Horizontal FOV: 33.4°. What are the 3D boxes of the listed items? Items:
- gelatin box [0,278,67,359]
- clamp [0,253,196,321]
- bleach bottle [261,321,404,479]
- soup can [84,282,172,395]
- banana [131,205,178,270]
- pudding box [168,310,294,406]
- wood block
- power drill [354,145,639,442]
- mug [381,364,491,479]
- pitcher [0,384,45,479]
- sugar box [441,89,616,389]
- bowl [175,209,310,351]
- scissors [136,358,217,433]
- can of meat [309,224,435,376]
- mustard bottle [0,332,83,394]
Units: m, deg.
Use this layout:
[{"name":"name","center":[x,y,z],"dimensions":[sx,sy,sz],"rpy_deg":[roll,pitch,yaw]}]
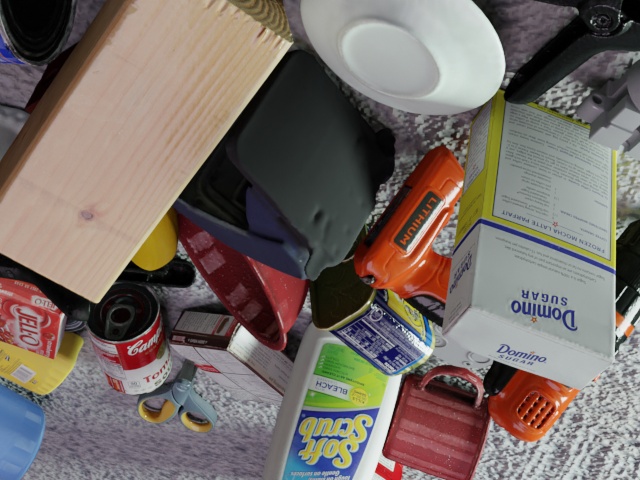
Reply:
[{"name":"gelatin box","center":[-0.266,0.066,0.957],"dimensions":[0.073,0.030,0.089],"rpy_deg":[20,144,-6]},{"name":"clamp","center":[-0.227,0.020,0.875],"dimensions":[0.210,0.164,0.036],"rpy_deg":[13,102,15]},{"name":"bleach bottle","center":[0.005,0.191,0.895],"dimensions":[0.102,0.250,0.068],"rpy_deg":[18,144,-4]},{"name":"soup can","center":[-0.176,0.091,0.985],"dimensions":[0.068,0.068,0.102],"rpy_deg":[10,144,8]},{"name":"banana","center":[-0.136,-0.017,0.797],"dimensions":[0.069,0.037,0.198],"rpy_deg":[34,159,2]},{"name":"pudding box","center":[-0.072,0.110,0.982],"dimensions":[0.090,0.039,0.113],"rpy_deg":[0,146,44]},{"name":"wood block","center":[-0.115,-0.077,0.645],"dimensions":[0.090,0.090,0.206],"rpy_deg":[31,112,-22]},{"name":"power drill","center":[0.132,0.019,0.732],"dimensions":[0.187,0.184,0.057],"rpy_deg":[37,180,-6]},{"name":"mug","center":[0.108,0.161,0.966],"dimensions":[0.081,0.093,0.117],"rpy_deg":[18,123,4]},{"name":"pitcher","center":[-0.418,0.173,1.149],"dimensions":[0.242,0.145,0.149],"rpy_deg":[34,153,-30]},{"name":"sugar box","center":[0.131,-0.004,0.650],"dimensions":[0.093,0.176,0.048],"rpy_deg":[21,144,-8]},{"name":"bowl","center":[-0.055,0.001,0.793],"dimensions":[0.162,0.055,0.162],"rpy_deg":[48,161,22]},{"name":"scissors","center":[-0.126,0.156,1.100],"dimensions":[0.096,0.016,0.202],"rpy_deg":[28,143,-19]},{"name":"can of meat","center":[0.039,0.043,0.813],"dimensions":[0.058,0.102,0.083],"rpy_deg":[-33,128,22]},{"name":"mustard bottle","center":[-0.335,0.082,1.041],"dimensions":[0.191,0.058,0.096],"rpy_deg":[31,142,-21]}]
